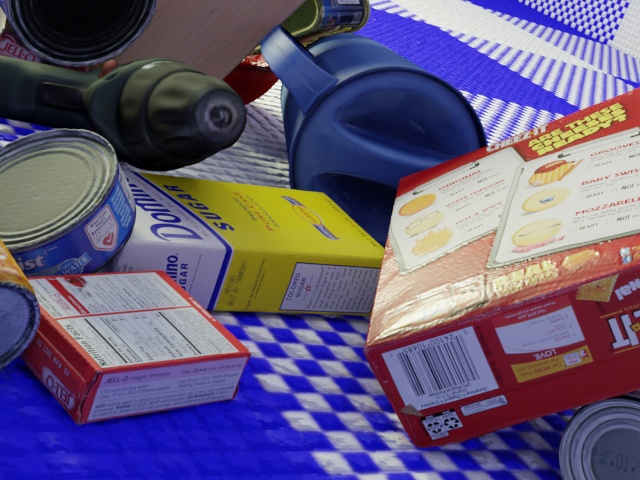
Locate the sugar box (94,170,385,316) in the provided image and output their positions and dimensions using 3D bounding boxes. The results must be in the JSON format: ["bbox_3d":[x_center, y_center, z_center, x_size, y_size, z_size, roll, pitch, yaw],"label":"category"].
[{"bbox_3d":[-0.054,0.001,0.602,0.175,0.048,0.093,7,24,-37],"label":"sugar box"}]

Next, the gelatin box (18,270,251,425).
[{"bbox_3d":[-0.087,0.045,0.474,0.089,0.030,0.073,-2,31,-48],"label":"gelatin box"}]

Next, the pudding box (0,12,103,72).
[{"bbox_3d":[-0.199,-0.133,0.787,0.090,0.039,0.113,31,13,-24],"label":"pudding box"}]

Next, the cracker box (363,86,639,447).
[{"bbox_3d":[0.120,0.007,0.567,0.164,0.072,0.213,-20,20,18],"label":"cracker box"}]

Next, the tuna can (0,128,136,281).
[{"bbox_3d":[-0.133,-0.014,0.513,0.086,0.034,0.086,-10,43,9],"label":"tuna can"}]

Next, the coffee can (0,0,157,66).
[{"bbox_3d":[-0.185,-0.198,0.739,0.102,0.103,0.140,5,32,-37],"label":"coffee can"}]

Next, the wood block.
[{"bbox_3d":[-0.075,-0.196,0.805,0.090,0.206,0.090,43,10,-27],"label":"wood block"}]

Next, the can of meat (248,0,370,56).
[{"bbox_3d":[-0.022,-0.194,0.907,0.102,0.057,0.083,-15,4,31],"label":"can of meat"}]

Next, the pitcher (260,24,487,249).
[{"bbox_3d":[0.025,-0.092,0.798,0.145,0.149,0.243,-3,20,-6],"label":"pitcher"}]
